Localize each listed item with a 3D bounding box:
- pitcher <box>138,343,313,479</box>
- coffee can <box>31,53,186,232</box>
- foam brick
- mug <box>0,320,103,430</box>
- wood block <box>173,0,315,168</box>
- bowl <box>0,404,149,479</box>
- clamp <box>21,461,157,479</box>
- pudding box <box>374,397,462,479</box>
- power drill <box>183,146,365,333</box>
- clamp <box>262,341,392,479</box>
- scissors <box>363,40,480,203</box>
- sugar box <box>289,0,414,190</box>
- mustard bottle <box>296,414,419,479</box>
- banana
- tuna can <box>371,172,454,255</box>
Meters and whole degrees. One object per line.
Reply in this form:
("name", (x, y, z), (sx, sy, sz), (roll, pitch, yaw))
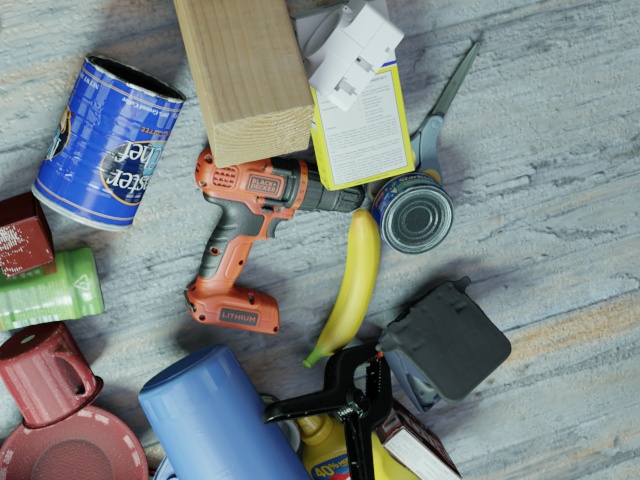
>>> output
("pitcher", (-0.097, 0.240, 1.110), (0.149, 0.145, 0.243), (-32, 96, -37))
("coffee can", (-0.202, -0.093, 1.020), (0.102, 0.103, 0.140), (21, 104, -21))
("foam brick", (-0.294, -0.007, 1.043), (0.051, 0.078, 0.053), (-20, 114, -9))
("mug", (-0.274, 0.134, 1.088), (0.093, 0.117, 0.081), (-42, 116, -39))
("wood block", (-0.076, -0.183, 0.963), (0.090, 0.091, 0.206), (-13, 72, -9))
("bowl", (-0.265, 0.256, 1.140), (0.162, 0.055, 0.162), (2, 79, -10))
("clamp", (-0.259, 0.303, 1.192), (0.171, 0.039, 0.120), (-9, 108, -9))
("pudding box", (0.106, 0.233, 1.237), (0.039, 0.090, 0.113), (-46, 114, 6))
("power drill", (-0.057, 0.001, 1.123), (0.184, 0.057, 0.188), (11, 106, -18))
("clamp", (0.023, 0.174, 1.142), (0.036, 0.209, 0.164), (-30, 114, 37))
("scissors", (0.130, -0.110, 1.151), (0.096, 0.016, 0.202), (40, 97, -26))
("sugar box", (0.031, -0.144, 1.048), (0.093, 0.048, 0.176), (-15, 110, -10))
("mustard bottle", (0.036, 0.261, 1.241), (0.096, 0.058, 0.191), (-27, 117, 27))
("banana", (0.034, 0.051, 1.160), (0.037, 0.069, 0.198), (25, 114, 20))
("tuna can", (0.100, -0.028, 1.148), (0.086, 0.034, 0.086), (-7, 118, -13))
